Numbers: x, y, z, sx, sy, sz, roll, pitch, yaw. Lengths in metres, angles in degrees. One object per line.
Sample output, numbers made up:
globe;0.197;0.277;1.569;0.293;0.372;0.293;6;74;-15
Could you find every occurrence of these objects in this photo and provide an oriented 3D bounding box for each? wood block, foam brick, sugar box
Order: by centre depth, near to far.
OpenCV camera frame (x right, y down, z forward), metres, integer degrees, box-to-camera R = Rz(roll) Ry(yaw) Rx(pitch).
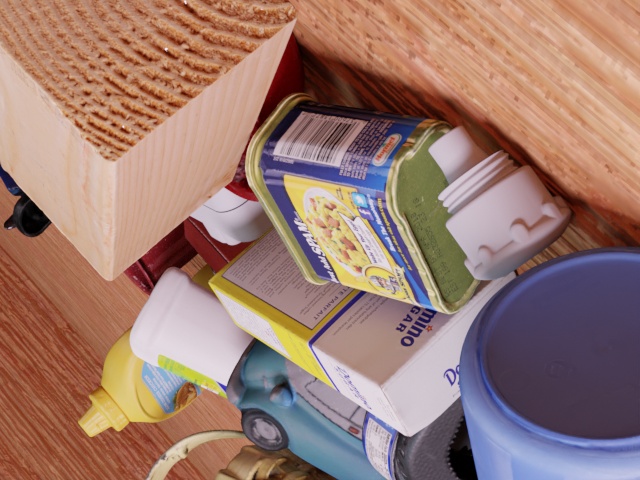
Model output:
wood block;-0.087;-0.061;0.464;0.090;0.090;0.206;47;163;2
sugar box;0.021;0.033;0.582;0.176;0.093;0.048;28;153;52
foam brick;-0.055;0.001;0.774;0.078;0.053;0.051;48;163;11

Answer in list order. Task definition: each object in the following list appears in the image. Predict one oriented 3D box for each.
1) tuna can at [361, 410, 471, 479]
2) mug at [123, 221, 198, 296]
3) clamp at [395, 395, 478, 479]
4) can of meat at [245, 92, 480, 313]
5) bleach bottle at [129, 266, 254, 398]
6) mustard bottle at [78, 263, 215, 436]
tuna can;0.067;0.111;0.644;0.034;0.086;0.086;32;156;49
mug;-0.146;-0.021;0.903;0.117;0.081;0.093;45;162;16
clamp;0.104;0.139;0.607;0.036;0.164;0.210;-101;8;-57
can of meat;0.026;-0.017;0.502;0.084;0.057;0.102;14;147;38
bleach bottle;-0.018;0.111;0.802;0.251;0.068;0.103;28;163;2
mustard bottle;-0.130;0.102;0.930;0.058;0.191;0.096;34;157;41
